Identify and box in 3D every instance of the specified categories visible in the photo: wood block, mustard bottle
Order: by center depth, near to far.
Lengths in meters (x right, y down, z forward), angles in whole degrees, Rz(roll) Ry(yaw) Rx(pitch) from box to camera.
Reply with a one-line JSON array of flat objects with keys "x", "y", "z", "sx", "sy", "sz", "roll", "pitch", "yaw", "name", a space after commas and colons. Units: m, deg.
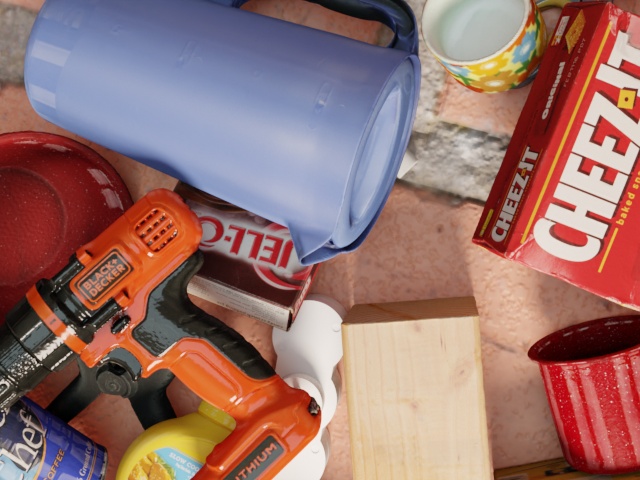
[{"x": -0.097, "y": 0.179, "z": 0.717, "sx": 0.096, "sy": 0.058, "sz": 0.191, "roll": 31, "pitch": 82, "yaw": -8, "name": "mustard bottle"}, {"x": 0.069, "y": 0.148, "z": 0.723, "sx": 0.090, "sy": 0.090, "sz": 0.206, "roll": -4, "pitch": 94, "yaw": 8, "name": "wood block"}]

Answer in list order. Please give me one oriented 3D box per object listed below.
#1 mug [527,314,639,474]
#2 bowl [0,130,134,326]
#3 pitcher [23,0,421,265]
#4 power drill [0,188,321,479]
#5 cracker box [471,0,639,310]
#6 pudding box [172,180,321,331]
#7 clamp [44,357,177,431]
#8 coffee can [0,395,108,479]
[{"x": 0.202, "y": 0.098, "z": 0.710, "sx": 0.117, "sy": 0.093, "sz": 0.081, "roll": -20, "pitch": 98, "yaw": -28, "name": "mug"}, {"x": -0.212, "y": -0.002, "z": 0.743, "sx": 0.161, "sy": 0.055, "sz": 0.162, "roll": -11, "pitch": 112, "yaw": -29, "name": "bowl"}, {"x": -0.060, "y": -0.102, "z": 0.698, "sx": 0.243, "sy": 0.149, "sz": 0.145, "roll": 21, "pitch": 123, "yaw": 14, "name": "pitcher"}, {"x": -0.106, "y": 0.089, "z": 0.663, "sx": 0.184, "sy": 0.057, "sz": 0.187, "roll": -42, "pitch": 94, "yaw": -2, "name": "power drill"}, {"x": 0.227, "y": -0.034, "z": 0.666, "sx": 0.213, "sy": 0.072, "sz": 0.164, "roll": 20, "pitch": 95, "yaw": -13, "name": "cracker box"}, {"x": -0.055, "y": 0.001, "z": 0.731, "sx": 0.113, "sy": 0.039, "sz": 0.090, "roll": 19, "pitch": 57, "yaw": 8, "name": "pudding box"}, {"x": -0.148, "y": 0.094, "z": 0.750, "sx": 0.120, "sy": 0.039, "sz": 0.171, "roll": 5, "pitch": 119, "yaw": 5, "name": "clamp"}, {"x": -0.228, "y": 0.144, "z": 0.710, "sx": 0.140, "sy": 0.103, "sz": 0.103, "roll": 40, "pitch": 99, "yaw": -22, "name": "coffee can"}]
